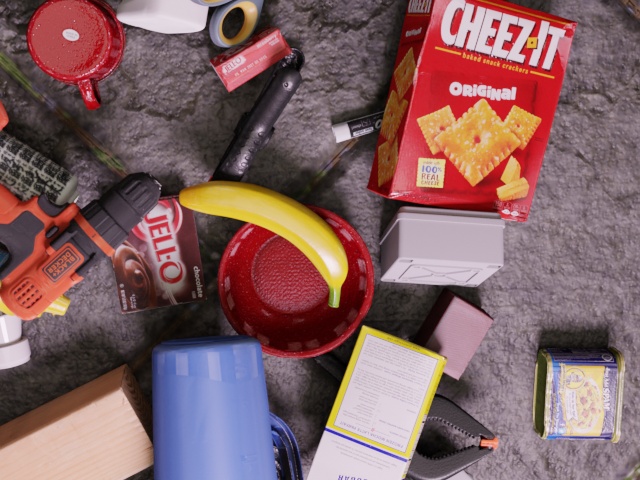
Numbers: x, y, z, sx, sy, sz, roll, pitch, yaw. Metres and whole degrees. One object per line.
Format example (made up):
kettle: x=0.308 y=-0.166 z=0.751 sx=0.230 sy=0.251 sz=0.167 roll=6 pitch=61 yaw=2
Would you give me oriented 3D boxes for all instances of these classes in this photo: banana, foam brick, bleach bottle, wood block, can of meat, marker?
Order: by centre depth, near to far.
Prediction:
bleach bottle: x=-0.133 y=-0.332 z=1.033 sx=0.067 sy=0.103 sz=0.251 roll=9 pitch=92 yaw=-36
banana: x=-0.043 y=-0.012 z=1.057 sx=0.197 sy=0.037 sz=0.069 roll=35 pitch=92 yaw=-9
wood block: x=-0.274 y=0.222 z=1.103 sx=0.206 sy=0.090 sz=0.091 roll=-26 pitch=102 yaw=-1
marker: x=0.072 y=-0.128 z=1.115 sx=0.121 sy=0.020 sz=0.020 roll=-16 pitch=100 yaw=-2
foam brick: x=0.140 y=0.098 z=1.142 sx=0.051 sy=0.053 sz=0.078 roll=29 pitch=96 yaw=-9
can of meat: x=0.280 y=0.167 z=1.164 sx=0.084 sy=0.057 sz=0.102 roll=1 pitch=98 yaw=-3

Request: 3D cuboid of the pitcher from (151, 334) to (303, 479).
pitcher: x=-0.096 y=0.217 z=1.055 sx=0.145 sy=0.149 sz=0.243 roll=-4 pitch=88 yaw=6

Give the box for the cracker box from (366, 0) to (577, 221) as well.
cracker box: x=0.153 y=-0.136 z=1.079 sx=0.164 sy=0.072 sz=0.214 roll=10 pitch=99 yaw=-21

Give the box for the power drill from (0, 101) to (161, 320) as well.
power drill: x=-0.268 y=-0.046 z=0.996 sx=0.184 sy=0.057 sz=0.187 roll=-43 pitch=100 yaw=-6

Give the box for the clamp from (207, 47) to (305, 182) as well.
clamp: x=-0.063 y=-0.113 z=1.058 sx=0.039 sy=0.120 sz=0.171 roll=28 pitch=99 yaw=-3

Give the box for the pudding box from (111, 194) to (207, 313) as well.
pudding box: x=-0.170 y=0.012 z=1.105 sx=0.090 sy=0.039 sz=0.113 roll=-9 pitch=100 yaw=-4

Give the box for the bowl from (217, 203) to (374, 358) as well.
bowl: x=-0.027 y=0.039 z=1.114 sx=0.162 sy=0.055 sz=0.162 roll=-1 pitch=99 yaw=-5

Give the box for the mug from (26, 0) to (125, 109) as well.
mug: x=-0.238 y=-0.185 z=1.045 sx=0.093 sy=0.081 sz=0.117 roll=-12 pitch=100 yaw=-4

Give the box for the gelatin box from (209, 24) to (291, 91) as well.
gelatin box: x=-0.071 y=-0.183 z=1.057 sx=0.073 sy=0.089 sz=0.030 roll=-31 pitch=106 yaw=0

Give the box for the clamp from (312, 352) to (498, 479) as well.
clamp: x=0.080 y=0.196 z=1.128 sx=0.210 sy=0.036 sz=0.164 roll=-3 pitch=81 yaw=5

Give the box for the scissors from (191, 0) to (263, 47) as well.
scissors: x=-0.047 y=-0.252 z=1.047 sx=0.201 sy=0.016 sz=0.096 roll=-25 pitch=122 yaw=-36

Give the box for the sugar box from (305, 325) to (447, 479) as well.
sugar box: x=0.057 y=0.185 z=1.091 sx=0.093 sy=0.048 sz=0.176 roll=20 pitch=87 yaw=14
